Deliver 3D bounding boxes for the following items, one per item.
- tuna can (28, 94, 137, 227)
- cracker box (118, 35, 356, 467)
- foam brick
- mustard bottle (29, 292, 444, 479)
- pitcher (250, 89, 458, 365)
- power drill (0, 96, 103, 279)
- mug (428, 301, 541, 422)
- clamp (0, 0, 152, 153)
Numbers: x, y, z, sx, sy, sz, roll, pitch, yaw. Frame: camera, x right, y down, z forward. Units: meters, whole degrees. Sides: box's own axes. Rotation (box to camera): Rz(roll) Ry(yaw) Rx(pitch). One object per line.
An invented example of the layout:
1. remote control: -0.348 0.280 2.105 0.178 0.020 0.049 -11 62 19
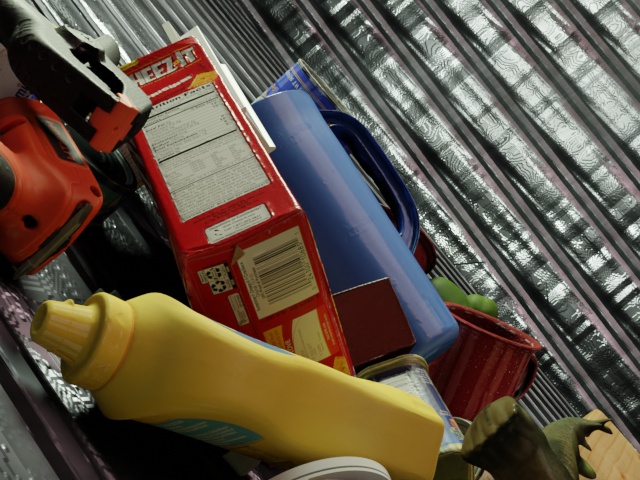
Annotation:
1. tuna can: -0.152 -0.051 0.648 0.086 0.034 0.086 47 9 -10
2. cracker box: -0.054 0.001 0.633 0.214 0.072 0.164 -122 -169 -50
3. foam brick: 0.028 0.066 0.744 0.078 0.053 0.051 103 -34 -70
4. mustard bottle: -0.042 0.069 0.487 0.191 0.058 0.096 25 -16 -30
5. pitcher: 0.009 0.004 0.867 0.243 0.149 0.145 54 11 12
6. power drill: -0.193 -0.072 0.472 0.187 0.057 0.185 36 14 -48
7. mug: 0.138 0.111 0.913 0.117 0.081 0.093 16 10 -36
8. clamp: -0.131 -0.094 0.578 0.120 0.039 0.172 15 26 -48
